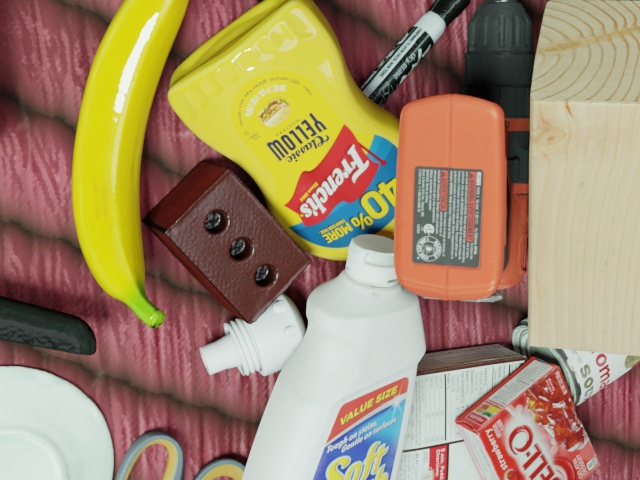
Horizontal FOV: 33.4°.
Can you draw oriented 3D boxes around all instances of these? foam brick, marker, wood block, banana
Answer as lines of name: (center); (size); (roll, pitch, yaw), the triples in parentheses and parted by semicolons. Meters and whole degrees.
foam brick: (-0.054, 0.001, 0.613); (0.053, 0.051, 0.078); (-47, 115, -11)
marker: (0.052, -0.113, 0.661); (0.020, 0.020, 0.121); (44, 79, -25)
wood block: (0.172, -0.030, 0.630); (0.206, 0.091, 0.090); (79, 22, -46)
banana: (-0.102, -0.055, 0.576); (0.037, 0.070, 0.198); (1, 93, -67)

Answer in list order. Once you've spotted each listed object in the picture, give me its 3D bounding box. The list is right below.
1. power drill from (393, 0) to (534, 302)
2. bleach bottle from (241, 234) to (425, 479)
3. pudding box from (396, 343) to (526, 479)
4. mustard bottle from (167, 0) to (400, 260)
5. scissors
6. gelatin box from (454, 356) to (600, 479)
power drill: (0.092, -0.050, 0.612); (0.057, 0.187, 0.184); (2, 100, 19)
bleach bottle: (0.001, 0.117, 0.619); (0.102, 0.068, 0.251); (-3, 115, -34)
pudding box: (0.081, 0.120, 0.707); (0.113, 0.039, 0.090); (-5, 101, -27)
mustard bottle: (0.005, -0.045, 0.622); (0.096, 0.058, 0.191); (-34, 116, 14)
scissors: (-0.092, 0.213, 0.654); (0.096, 0.016, 0.202); (1, 99, -25)
gelatin box: (0.137, 0.133, 0.697); (0.073, 0.030, 0.089); (-34, 113, -20)
